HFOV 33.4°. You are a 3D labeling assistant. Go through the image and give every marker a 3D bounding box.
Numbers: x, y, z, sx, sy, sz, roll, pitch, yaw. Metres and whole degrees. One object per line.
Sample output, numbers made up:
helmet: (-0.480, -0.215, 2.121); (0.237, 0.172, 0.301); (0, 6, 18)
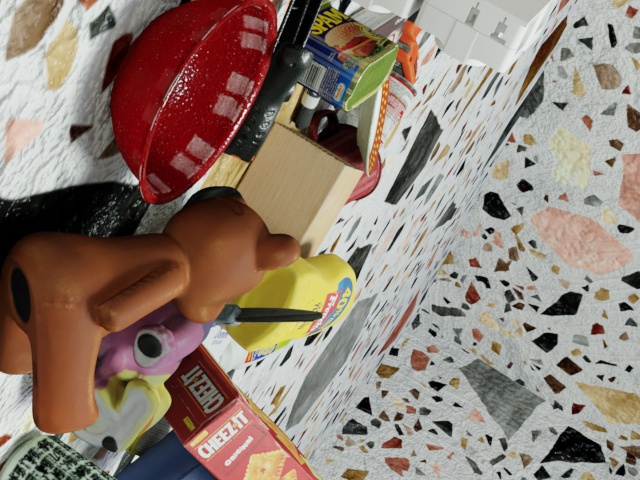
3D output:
marker: (-0.001, -0.165, 1.083); (0.020, 0.020, 0.121); (-41, 160, -56)

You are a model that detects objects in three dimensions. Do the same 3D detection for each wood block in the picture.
wood block: (-0.051, -0.008, 1.107); (0.206, 0.091, 0.090); (-60, 169, 7)

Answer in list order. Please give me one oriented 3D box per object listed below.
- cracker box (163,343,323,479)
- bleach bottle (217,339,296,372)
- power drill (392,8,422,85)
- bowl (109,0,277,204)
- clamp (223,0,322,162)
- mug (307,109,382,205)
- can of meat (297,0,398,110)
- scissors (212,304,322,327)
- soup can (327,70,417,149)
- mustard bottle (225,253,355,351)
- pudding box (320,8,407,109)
cracker box: (-0.086, 0.181, 1.026); (0.072, 0.164, 0.213); (-41, 132, -8)
bleach bottle: (-0.093, 0.121, 1.352); (0.103, 0.068, 0.250); (-64, 165, 22)
power drill: (0.130, -0.279, 1.257); (0.187, 0.057, 0.184); (-60, 165, -4)
bowl: (-0.095, -0.106, 0.736); (0.162, 0.055, 0.162); (-55, 168, -17)
clamp: (-0.034, -0.146, 0.891); (0.210, 0.036, 0.164); (125, -15, -53)
mug: (0.009, -0.088, 1.193); (0.081, 0.093, 0.117); (-34, 123, -54)
can of meat: (0.014, -0.168, 0.974); (0.102, 0.084, 0.057); (-42, 161, -54)
scissors: (-0.096, 0.078, 0.947); (0.096, 0.202, 0.016); (-48, 128, -28)
soup can: (0.059, -0.150, 1.261); (0.102, 0.068, 0.068); (-57, 169, -4)
mustard bottle: (-0.014, 0.057, 1.053); (0.096, 0.058, 0.191); (-55, 160, 16)
pudding box: (0.045, -0.201, 1.133); (0.113, 0.039, 0.090); (-45, 163, -48)
